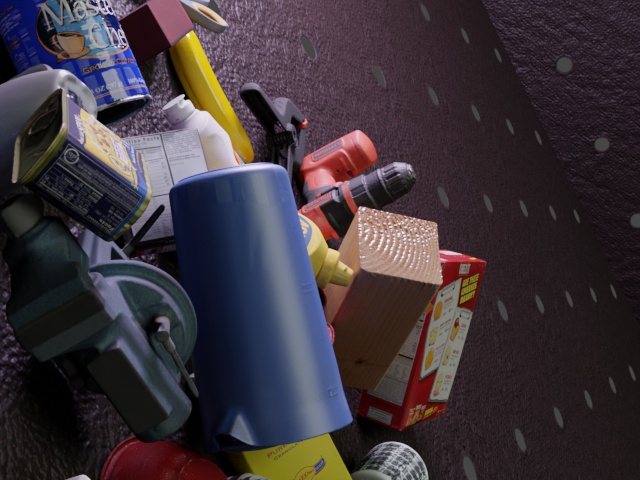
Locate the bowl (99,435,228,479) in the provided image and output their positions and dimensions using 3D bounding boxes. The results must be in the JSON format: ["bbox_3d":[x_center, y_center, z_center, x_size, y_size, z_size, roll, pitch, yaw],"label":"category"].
[{"bbox_3d":[-0.113,0.233,0.886,0.162,0.055,0.162,45,32,-40],"label":"bowl"}]

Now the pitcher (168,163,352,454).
[{"bbox_3d":[-0.054,0.059,0.949,0.149,0.145,0.243,157,-78,-76],"label":"pitcher"}]

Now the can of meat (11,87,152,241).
[{"bbox_3d":[-0.174,-0.054,0.782,0.083,0.057,0.102,38,14,-28],"label":"can of meat"}]

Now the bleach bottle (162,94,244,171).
[{"bbox_3d":[-0.090,-0.045,1.159,0.250,0.068,0.102,56,8,-20],"label":"bleach bottle"}]

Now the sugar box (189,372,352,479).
[{"bbox_3d":[-0.047,0.185,1.030,0.093,0.048,0.176,-32,102,-30],"label":"sugar box"}]

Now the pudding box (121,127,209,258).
[{"bbox_3d":[-0.149,-0.047,1.017,0.039,0.090,0.113,121,-44,-65],"label":"pudding box"}]

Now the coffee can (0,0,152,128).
[{"bbox_3d":[-0.223,-0.170,0.949,0.140,0.103,0.102,67,24,-1],"label":"coffee can"}]

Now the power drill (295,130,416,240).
[{"bbox_3d":[0.032,-0.071,1.322,0.057,0.185,0.187,58,16,-21],"label":"power drill"}]

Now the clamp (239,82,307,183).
[{"bbox_3d":[-0.052,-0.135,1.328,0.210,0.036,0.164,-67,146,-66],"label":"clamp"}]

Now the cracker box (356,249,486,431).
[{"bbox_3d":[0.127,0.120,1.344,0.164,0.072,0.214,2,103,-64],"label":"cracker box"}]

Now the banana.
[{"bbox_3d":[-0.130,-0.177,1.233,0.198,0.037,0.069,65,24,-4],"label":"banana"}]

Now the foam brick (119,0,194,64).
[{"bbox_3d":[-0.181,-0.231,1.154,0.051,0.053,0.078,60,24,-17],"label":"foam brick"}]

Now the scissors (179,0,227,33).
[{"bbox_3d":[-0.172,-0.274,1.221,0.096,0.016,0.201,43,21,11],"label":"scissors"}]

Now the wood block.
[{"bbox_3d":[0.053,0.069,1.179,0.090,0.206,0.090,11,48,-13],"label":"wood block"}]
